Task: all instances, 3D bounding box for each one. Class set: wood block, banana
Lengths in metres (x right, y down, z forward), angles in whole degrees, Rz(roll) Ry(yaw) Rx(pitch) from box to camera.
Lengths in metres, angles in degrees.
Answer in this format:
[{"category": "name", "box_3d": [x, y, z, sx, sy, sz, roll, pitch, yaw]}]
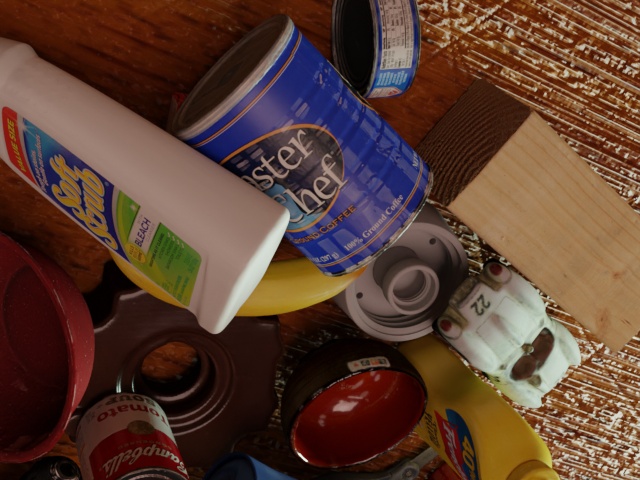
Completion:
[{"category": "wood block", "box_3d": [0.174, -0.017, 0.809, 0.205, 0.091, 0.090, 38, 98, -28]}, {"category": "banana", "box_3d": [-0.063, 0.018, 0.730, 0.197, 0.037, 0.069, 15, 86, -17]}]

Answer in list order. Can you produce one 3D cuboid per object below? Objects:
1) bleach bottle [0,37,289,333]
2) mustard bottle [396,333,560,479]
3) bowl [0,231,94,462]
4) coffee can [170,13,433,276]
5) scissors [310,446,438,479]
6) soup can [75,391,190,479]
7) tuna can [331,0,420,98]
[{"category": "bleach bottle", "box_3d": [-0.144, -0.048, 0.664, 0.251, 0.068, 0.103, 34, 145, 4]}, {"category": "mustard bottle", "box_3d": [0.122, 0.150, 0.809, 0.058, 0.192, 0.096, -22, 119, -16]}, {"category": "bowl", "box_3d": [-0.204, 0.064, 0.716, 0.055, 0.162, 0.162, -19, 128, -55]}, {"category": "coffee can", "box_3d": [-0.011, -0.059, 0.687, 0.103, 0.103, 0.140, -44, 111, 5]}, {"category": "scissors", "box_3d": [0.056, 0.193, 0.910, 0.096, 0.016, 0.202, 36, 99, -28]}, {"category": "soup can", "box_3d": [-0.126, 0.155, 0.720, 0.068, 0.102, 0.068, -7, 114, -17]}, {"category": "tuna can", "box_3d": [0.036, -0.137, 0.713, 0.033, 0.086, 0.086, -6, 115, -17]}]
